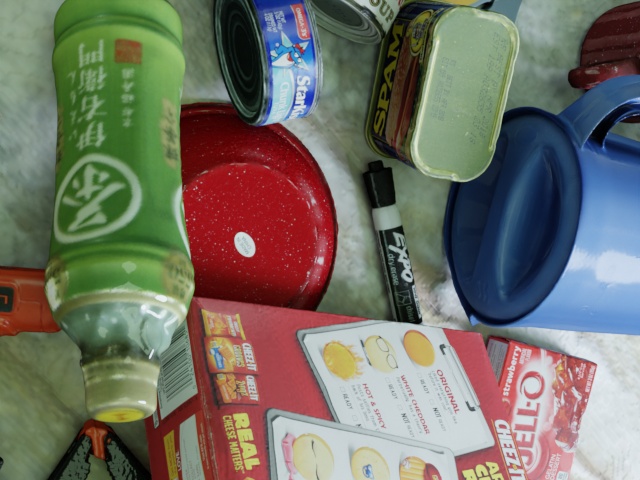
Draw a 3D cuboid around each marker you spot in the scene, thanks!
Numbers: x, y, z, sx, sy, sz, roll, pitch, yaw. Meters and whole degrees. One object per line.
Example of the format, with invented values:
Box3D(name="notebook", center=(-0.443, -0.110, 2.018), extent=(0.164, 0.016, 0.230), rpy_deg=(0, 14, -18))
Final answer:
Box3D(name="marker", center=(0.047, 0.009, 0.671), extent=(0.020, 0.020, 0.121), rpy_deg=(-16, 100, -20))

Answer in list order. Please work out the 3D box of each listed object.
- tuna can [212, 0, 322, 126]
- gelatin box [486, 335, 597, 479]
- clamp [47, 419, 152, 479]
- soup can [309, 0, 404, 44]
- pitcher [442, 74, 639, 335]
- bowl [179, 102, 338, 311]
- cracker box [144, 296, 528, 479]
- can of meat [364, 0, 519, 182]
Box3D(name="tuna can", center=(-0.031, -0.108, 0.594), extent=(0.033, 0.086, 0.086), rpy_deg=(-14, 99, -20))
Box3D(name="gelatin box", center=(0.138, 0.115, 0.710), extent=(0.073, 0.030, 0.089), rpy_deg=(16, 88, -22))
Box3D(name="clamp", center=(-0.115, 0.190, 0.608), extent=(0.120, 0.039, 0.171), rpy_deg=(7, 92, -22))
Box3D(name="soup can", center=(0.031, -0.175, 0.624), extent=(0.068, 0.069, 0.102), rpy_deg=(31, 83, -21))
Box3D(name="pitcher", center=(0.215, -0.006, 0.676), extent=(0.242, 0.149, 0.145), rpy_deg=(9, 81, -26))
Box3D(name="bowl", center=(-0.054, 0.001, 0.610), extent=(0.161, 0.055, 0.162), rpy_deg=(-2, 95, -23))
Box3D(name="cracker box", center=(0.015, 0.126, 0.576), extent=(0.213, 0.072, 0.164), rpy_deg=(10, 53, -37))
Box3D(name="can of meat", center=(0.070, -0.089, 0.627), extent=(0.057, 0.084, 0.102), rpy_deg=(7, 102, -16))
